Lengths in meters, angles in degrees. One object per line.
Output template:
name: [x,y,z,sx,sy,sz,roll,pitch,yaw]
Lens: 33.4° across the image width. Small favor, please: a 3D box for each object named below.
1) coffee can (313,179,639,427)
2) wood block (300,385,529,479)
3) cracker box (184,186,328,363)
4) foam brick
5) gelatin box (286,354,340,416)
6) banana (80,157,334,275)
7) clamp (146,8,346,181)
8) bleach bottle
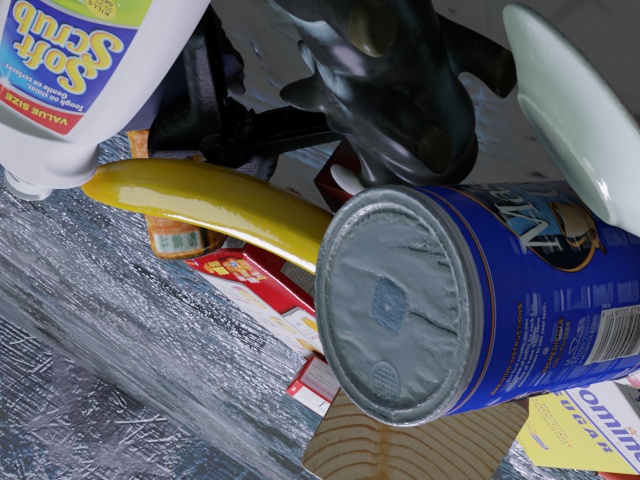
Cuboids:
coffee can: [0.082,0.024,0.492,0.140,0.103,0.103,-4,-170,-37]
wood block: [0.065,0.081,0.635,0.090,0.091,0.206,29,-165,5]
cracker box: [0.005,0.049,0.858,0.213,0.072,0.164,40,163,-18]
foam brick: [0.042,-0.025,0.632,0.053,0.051,0.078,22,158,38]
gelatin box: [0.019,0.135,0.898,0.089,0.030,0.073,33,163,1]
banana: [-0.043,-0.009,0.626,0.197,0.037,0.070,25,134,-10]
clamp: [-0.042,-0.062,0.624,0.120,0.039,0.172,24,150,-12]
bleach bottle: [-0.117,-0.099,0.544,0.102,0.068,0.251,36,137,0]
